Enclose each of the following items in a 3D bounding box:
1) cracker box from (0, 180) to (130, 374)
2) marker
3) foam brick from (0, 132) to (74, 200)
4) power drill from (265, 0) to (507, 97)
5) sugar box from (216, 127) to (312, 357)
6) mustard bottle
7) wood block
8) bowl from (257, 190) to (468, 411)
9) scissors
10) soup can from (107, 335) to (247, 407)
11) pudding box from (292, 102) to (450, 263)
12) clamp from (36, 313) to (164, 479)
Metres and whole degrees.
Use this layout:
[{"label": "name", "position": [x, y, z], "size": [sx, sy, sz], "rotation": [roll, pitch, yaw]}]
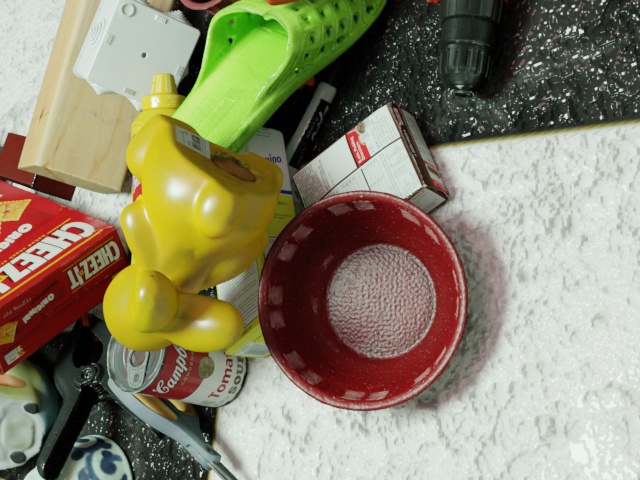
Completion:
[{"label": "cracker box", "position": [-0.314, 0.026, 1.042], "size": [0.214, 0.072, 0.164], "rotation": [19, 46, 40]}, {"label": "marker", "position": [-0.007, -0.106, 0.925], "size": [0.020, 0.020, 0.121], "rotation": [32, 97, 41]}, {"label": "foam brick", "position": [-0.300, -0.079, 1.136], "size": [0.078, 0.052, 0.051], "rotation": [16, 86, 42]}, {"label": "power drill", "position": [0.053, -0.209, 0.826], "size": [0.187, 0.057, 0.184], "rotation": [8, 79, 1]}, {"label": "sugar box", "position": [-0.056, 0.001, 0.898], "size": [0.093, 0.048, 0.176], "rotation": [-42, 48, 51]}, {"label": "mustard bottle", "position": [-0.139, -0.054, 0.960], "size": [0.096, 0.058, 0.191], "rotation": [-3, 88, 63]}, {"label": "wood block", "position": [-0.221, -0.158, 1.055], "size": [0.091, 0.090, 0.206], "rotation": [3, 77, 64]}, {"label": "bowl", "position": [0.037, 0.045, 0.799], "size": [0.162, 0.055, 0.162], "rotation": [-2, 86, 21]}, {"label": "scissors", "position": [-0.095, 0.174, 0.901], "size": [0.202, 0.096, 0.016], "rotation": [38, 98, 9]}, {"label": "soup can", "position": [-0.119, 0.102, 0.897], "size": [0.069, 0.102, 0.068], "rotation": [-13, 68, 36]}, {"label": "pudding box", "position": [0.038, -0.043, 0.857], "size": [0.114, 0.039, 0.090], "rotation": [-37, 56, 28]}, {"label": "clamp", "position": [-0.197, 0.133, 0.978], "size": [0.120, 0.039, 0.171], "rotation": [-11, 49, 6]}]
